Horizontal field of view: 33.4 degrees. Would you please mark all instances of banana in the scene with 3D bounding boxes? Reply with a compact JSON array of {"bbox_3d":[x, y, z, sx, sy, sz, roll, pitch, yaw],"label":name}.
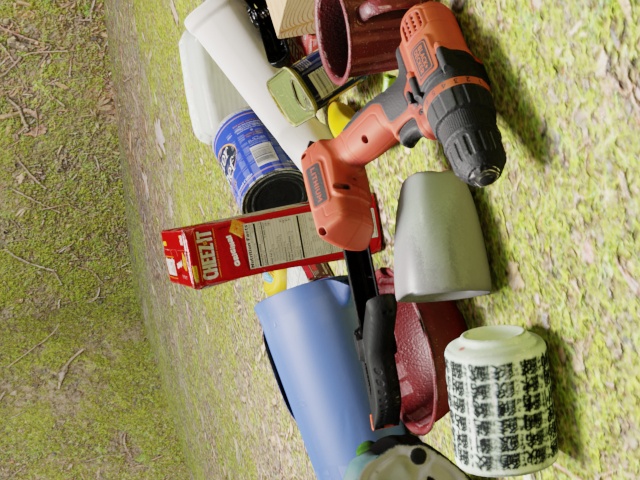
[{"bbox_3d":[0.046,-0.118,1.082,0.198,0.037,0.069,177,100,-73],"label":"banana"}]

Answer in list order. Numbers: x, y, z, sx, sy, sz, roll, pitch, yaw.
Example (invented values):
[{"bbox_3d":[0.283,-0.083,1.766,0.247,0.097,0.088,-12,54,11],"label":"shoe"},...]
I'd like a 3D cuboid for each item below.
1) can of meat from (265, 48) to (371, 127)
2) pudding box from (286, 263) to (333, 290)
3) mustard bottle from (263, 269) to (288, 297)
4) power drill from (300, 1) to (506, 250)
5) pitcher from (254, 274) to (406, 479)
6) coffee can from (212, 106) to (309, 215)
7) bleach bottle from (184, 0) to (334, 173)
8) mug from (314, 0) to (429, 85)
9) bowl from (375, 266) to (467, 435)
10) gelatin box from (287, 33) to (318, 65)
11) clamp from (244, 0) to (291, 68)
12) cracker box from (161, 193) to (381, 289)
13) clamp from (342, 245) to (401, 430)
[{"bbox_3d":[0.001,-0.165,1.085,0.057,0.084,0.102,57,165,-6],"label":"can of meat"},{"bbox_3d":[-0.015,0.063,1.413,0.090,0.039,0.113,-117,24,-46],"label":"pudding box"},{"bbox_3d":[-0.059,0.017,1.494,0.096,0.058,0.191,-152,52,-72],"label":"mustard bottle"},{"bbox_3d":[0.065,-0.074,0.861,0.188,0.057,0.184,-45,41,35],"label":"power drill"},{"bbox_3d":[0.016,0.168,1.213,0.149,0.145,0.243,49,-157,-79],"label":"pitcher"},{"bbox_3d":[-0.074,-0.094,1.386,0.140,0.102,0.103,-117,22,-44],"label":"coffee can"},{"bbox_3d":[-0.050,-0.161,1.208,0.251,0.068,0.102,55,-167,2],"label":"bleach bottle"},{"bbox_3d":[0.050,-0.190,0.923,0.117,0.081,0.093,147,111,-74],"label":"mug"},{"bbox_3d":[0.099,0.099,1.005,0.162,0.055,0.162,169,90,-74],"label":"bowl"},{"bbox_3d":[-0.018,-0.232,1.228,0.073,0.030,0.089,95,158,-46],"label":"gelatin box"},{"bbox_3d":[-0.056,-0.239,1.151,0.171,0.039,0.120,-38,-71,-78],"label":"clamp"},{"bbox_3d":[-0.058,0.001,1.191,0.164,0.213,0.072,178,81,-74],"label":"cracker box"},{"bbox_3d":[0.051,0.092,0.965,0.164,0.036,0.210,-107,7,-66],"label":"clamp"}]
